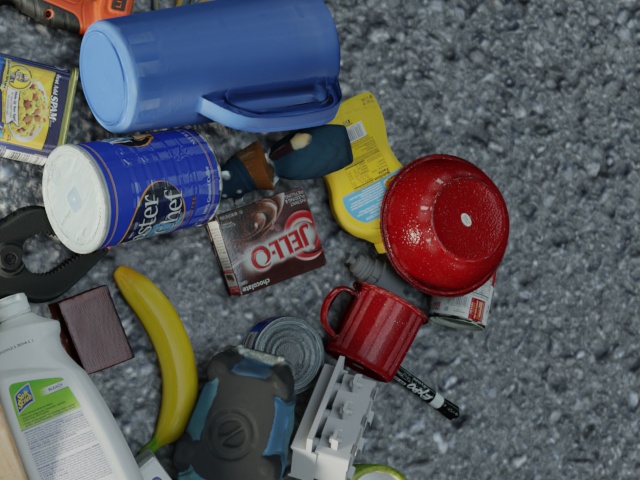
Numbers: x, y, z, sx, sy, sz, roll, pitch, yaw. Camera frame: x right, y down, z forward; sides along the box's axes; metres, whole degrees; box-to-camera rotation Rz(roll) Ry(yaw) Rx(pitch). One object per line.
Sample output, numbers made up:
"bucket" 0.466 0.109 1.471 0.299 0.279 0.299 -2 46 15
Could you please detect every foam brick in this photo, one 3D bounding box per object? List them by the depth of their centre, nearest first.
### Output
"foam brick" -0.225 0.088 1.044 0.051 0.053 0.078 -23 94 -26

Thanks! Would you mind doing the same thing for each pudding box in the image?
"pudding box" -0.058 0.001 1.141 0.113 0.039 0.090 -20 94 -26

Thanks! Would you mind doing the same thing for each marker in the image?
"marker" 0.113 0.169 1.217 0.121 0.020 0.020 37 70 -18

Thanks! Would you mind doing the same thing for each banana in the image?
"banana" -0.161 0.119 1.080 0.069 0.037 0.198 -8 88 -27

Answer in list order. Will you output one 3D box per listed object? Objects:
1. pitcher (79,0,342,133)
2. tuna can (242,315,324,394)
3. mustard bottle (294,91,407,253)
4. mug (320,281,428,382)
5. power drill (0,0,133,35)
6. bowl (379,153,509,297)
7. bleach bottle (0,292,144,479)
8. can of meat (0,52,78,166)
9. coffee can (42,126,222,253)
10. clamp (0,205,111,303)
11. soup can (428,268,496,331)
"pitcher" -0.103 -0.170 1.058 0.242 0.149 0.145 -16 100 -35
"tuna can" -0.040 0.123 1.140 0.086 0.034 0.086 3 83 -26
"mustard bottle" 0.052 -0.061 1.189 0.096 0.058 0.191 -27 97 -16
"mug" 0.049 0.096 1.155 0.117 0.093 0.081 35 76 -25
"power drill" -0.275 -0.277 1.056 0.187 0.057 0.184 13 83 -21
"bowl" 0.148 -0.019 1.161 0.161 0.055 0.162 3 83 -21
"bleach bottle" -0.235 0.166 0.987 0.102 0.068 0.251 -22 86 -10
"can of meat" -0.287 -0.126 1.034 0.083 0.058 0.102 12 79 -22
"coffee can" -0.180 -0.051 1.031 0.140 0.103 0.103 -16 92 -44
"clamp" -0.306 0.009 1.018 0.209 0.036 0.164 -18 99 -26
"soup can" 0.167 0.047 1.229 0.068 0.069 0.102 18 77 -23
